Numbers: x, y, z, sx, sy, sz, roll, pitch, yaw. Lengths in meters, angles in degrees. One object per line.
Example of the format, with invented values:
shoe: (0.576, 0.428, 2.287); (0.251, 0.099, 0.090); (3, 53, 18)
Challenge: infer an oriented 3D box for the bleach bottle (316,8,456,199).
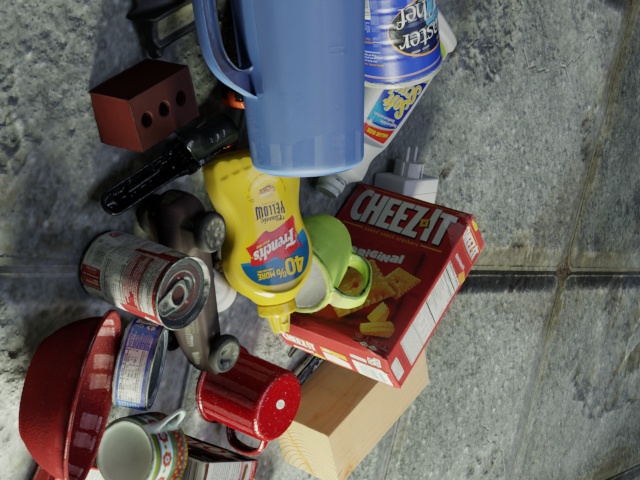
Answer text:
bleach bottle: (0.068, -0.159, 1.248); (0.250, 0.068, 0.102); (-62, 144, -12)

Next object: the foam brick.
foam brick: (-0.156, -0.121, 0.949); (0.078, 0.051, 0.053); (-41, 135, -38)

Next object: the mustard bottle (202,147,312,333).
mustard bottle: (-0.057, 0.001, 1.091); (0.096, 0.058, 0.191); (-16, 102, -29)

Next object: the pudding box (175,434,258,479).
pudding box: (-0.134, 0.224, 1.081); (0.089, 0.114, 0.039); (14, 90, -57)

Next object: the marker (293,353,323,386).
marker: (-0.006, 0.145, 1.314); (0.121, 0.020, 0.020); (-47, 138, -34)

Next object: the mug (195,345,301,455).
mug: (-0.077, 0.181, 1.171); (0.093, 0.082, 0.117); (-11, 113, -53)

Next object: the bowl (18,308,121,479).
bowl: (-0.221, 0.134, 0.931); (0.162, 0.055, 0.162); (14, 87, -89)

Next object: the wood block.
wood block: (0.042, 0.196, 1.344); (0.205, 0.090, 0.091); (-42, 136, -37)

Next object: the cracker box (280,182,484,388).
cracker box: (0.067, 0.046, 1.245); (0.213, 0.164, 0.072); (-56, 145, -22)

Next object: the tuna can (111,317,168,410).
tuna can: (-0.171, 0.118, 1.015); (0.086, 0.034, 0.086); (17, 84, -89)

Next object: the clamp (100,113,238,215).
clamp: (-0.131, -0.075, 0.987); (0.039, 0.120, 0.171); (60, 20, -2)

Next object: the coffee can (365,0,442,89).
coffee can: (0.073, -0.246, 1.129); (0.102, 0.103, 0.140); (-43, 137, -37)

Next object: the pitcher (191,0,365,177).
pitcher: (-0.028, -0.184, 0.982); (0.145, 0.149, 0.243); (-55, 143, -72)

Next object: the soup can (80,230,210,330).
soup can: (-0.160, 0.034, 0.967); (0.068, 0.102, 0.068); (-28, 126, -47)
